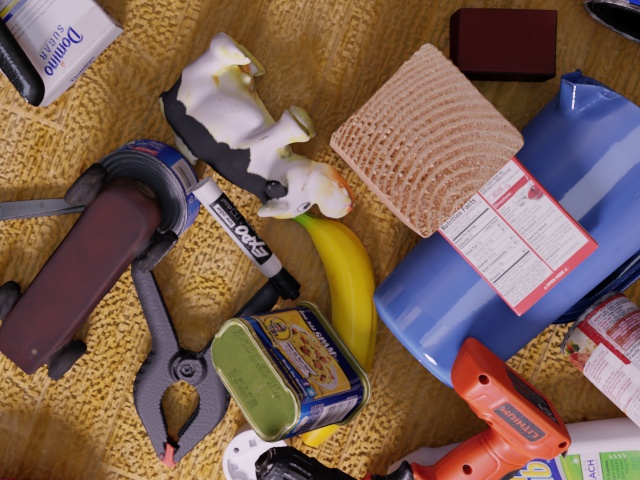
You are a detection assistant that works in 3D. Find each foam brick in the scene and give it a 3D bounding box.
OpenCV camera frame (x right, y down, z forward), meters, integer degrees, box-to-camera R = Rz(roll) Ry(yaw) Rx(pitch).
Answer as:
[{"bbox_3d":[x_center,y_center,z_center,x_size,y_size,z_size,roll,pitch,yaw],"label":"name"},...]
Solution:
[{"bbox_3d":[0.142,-0.152,0.834,0.078,0.053,0.051,2,94,1],"label":"foam brick"}]

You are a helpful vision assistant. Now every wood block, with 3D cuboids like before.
[{"bbox_3d":[0.067,-0.070,0.764,0.090,0.206,0.091,-44,92,3],"label":"wood block"}]

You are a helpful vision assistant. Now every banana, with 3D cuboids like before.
[{"bbox_3d":[0.014,0.069,0.862,0.070,0.037,0.198,-2,91,30],"label":"banana"}]

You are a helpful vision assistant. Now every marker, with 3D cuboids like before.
[{"bbox_3d":[-0.055,0.001,0.834,0.020,0.020,0.121,-38,109,3],"label":"marker"}]

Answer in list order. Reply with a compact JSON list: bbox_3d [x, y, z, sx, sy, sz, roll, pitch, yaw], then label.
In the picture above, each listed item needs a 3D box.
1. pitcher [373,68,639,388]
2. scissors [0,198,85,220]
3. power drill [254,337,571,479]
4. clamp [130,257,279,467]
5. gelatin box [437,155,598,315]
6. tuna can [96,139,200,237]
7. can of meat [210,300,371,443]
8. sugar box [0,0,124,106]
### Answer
[{"bbox_3d":[0.166,0.004,0.815,0.243,0.145,0.149,-45,80,7],"label":"pitcher"},{"bbox_3d":[-0.282,-0.004,0.870,0.201,0.016,0.096,10,96,0],"label":"scissors"},{"bbox_3d":[0.071,0.159,0.773,0.184,0.057,0.188,37,108,-23],"label":"power drill"},{"bbox_3d":[-0.115,0.093,0.862,0.120,0.039,0.171,21,90,0],"label":"clamp"},{"bbox_3d":[0.134,-0.005,0.737,0.073,0.030,0.089,-44,88,11],"label":"gelatin box"},{"bbox_3d":[-0.138,-0.036,0.840,0.086,0.033,0.086,8,115,16],"label":"tuna can"},{"bbox_3d":[-0.024,0.099,0.812,0.102,0.083,0.058,53,124,24],"label":"can of meat"},{"bbox_3d":[-0.249,-0.199,0.841,0.093,0.048,0.176,-43,95,5],"label":"sugar box"}]
